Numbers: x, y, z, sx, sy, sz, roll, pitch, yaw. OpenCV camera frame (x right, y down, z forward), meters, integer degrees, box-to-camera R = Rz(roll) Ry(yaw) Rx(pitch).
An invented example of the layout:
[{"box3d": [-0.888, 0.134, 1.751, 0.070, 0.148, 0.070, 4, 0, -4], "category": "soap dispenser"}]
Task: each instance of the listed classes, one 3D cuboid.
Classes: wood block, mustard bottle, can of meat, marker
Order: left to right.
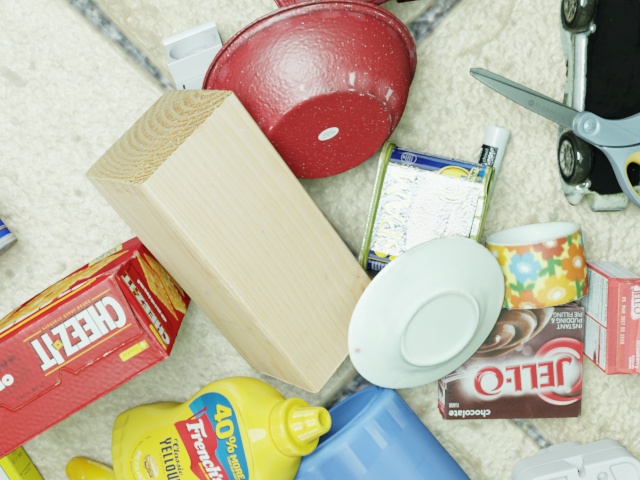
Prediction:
[{"box3d": [-0.070, 0.152, 0.786, 0.192, 0.058, 0.096, -22, 76, 34], "category": "mustard bottle"}, {"box3d": [-0.055, 0.001, 0.753, 0.090, 0.090, 0.206, -50, 122, -21], "category": "wood block"}, {"box3d": [0.081, -0.017, 0.810, 0.084, 0.057, 0.102, 13, 96, 11], "category": "can of meat"}, {"box3d": [0.124, -0.030, 0.838, 0.020, 0.020, 0.121, 15, 96, -4], "category": "marker"}]

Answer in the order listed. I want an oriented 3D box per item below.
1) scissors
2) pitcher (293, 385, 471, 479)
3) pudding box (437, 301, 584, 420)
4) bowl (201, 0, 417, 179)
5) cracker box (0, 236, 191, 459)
[{"box3d": [0.211, -0.094, 0.778, 0.201, 0.016, 0.096, 39, 90, -11], "category": "scissors"}, {"box3d": [0.073, 0.240, 0.824, 0.149, 0.145, 0.243, -38, 93, -9], "category": "pitcher"}, {"box3d": [0.150, 0.094, 0.844, 0.113, 0.039, 0.090, -1, 98, -1], "category": "pudding box"}, {"box3d": [-0.001, -0.093, 0.757, 0.162, 0.162, 0.055, -18, 56, 0], "category": "bowl"}, {"box3d": [-0.180, 0.071, 0.743, 0.164, 0.214, 0.072, -32, 97, 2], "category": "cracker box"}]
